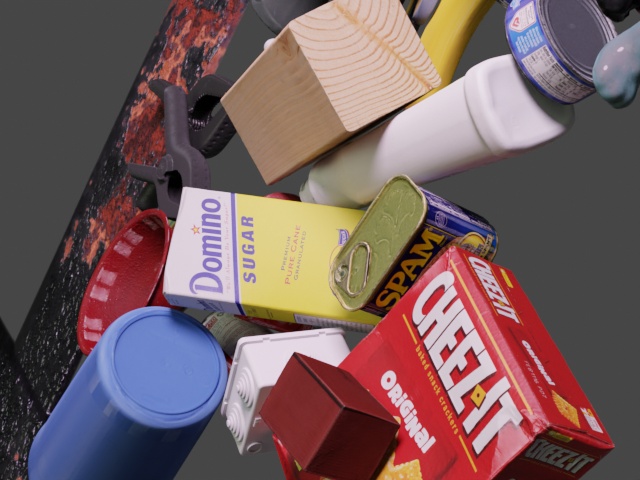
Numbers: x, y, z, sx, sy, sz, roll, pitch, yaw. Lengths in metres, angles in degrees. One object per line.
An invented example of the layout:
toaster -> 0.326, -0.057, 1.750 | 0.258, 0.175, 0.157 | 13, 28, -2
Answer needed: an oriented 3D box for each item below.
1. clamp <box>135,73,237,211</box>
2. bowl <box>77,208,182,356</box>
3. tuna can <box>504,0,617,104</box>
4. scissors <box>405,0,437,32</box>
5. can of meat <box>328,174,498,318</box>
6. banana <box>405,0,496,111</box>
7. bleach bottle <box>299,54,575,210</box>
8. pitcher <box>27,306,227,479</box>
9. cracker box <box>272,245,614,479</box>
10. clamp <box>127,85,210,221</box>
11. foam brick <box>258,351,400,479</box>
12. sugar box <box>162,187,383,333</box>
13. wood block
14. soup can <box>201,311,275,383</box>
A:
clamp -> -0.144, -0.118, 1.182 | 0.210, 0.036, 0.164 | -7, 73, 52
bowl -> -0.179, 0.051, 1.073 | 0.162, 0.055, 0.162 | -37, 37, 35
tuna can -> 0.165, -0.136, 0.727 | 0.034, 0.086, 0.086 | -30, 50, 45
scissors -> 0.110, -0.255, 0.901 | 0.096, 0.016, 0.202 | -128, 62, -82
can of meat -> 0.069, 0.014, 0.778 | 0.102, 0.083, 0.057 | -57, 36, 17
banana -> 0.120, -0.178, 0.854 | 0.198, 0.037, 0.070 | -52, 37, 23
bleach bottle -> 0.065, -0.066, 0.814 | 0.251, 0.102, 0.068 | -21, 89, 48
pitcher -> -0.165, 0.149, 0.934 | 0.149, 0.144, 0.243 | 61, 144, 19
cracker box -> 0.069, 0.136, 0.724 | 0.214, 0.072, 0.164 | -50, 39, 24
clamp -> -0.151, -0.085, 1.127 | 0.172, 0.039, 0.120 | 47, 125, 45
foam brick -> 0.005, 0.119, 0.710 | 0.051, 0.052, 0.078 | -61, 33, 7
sugar box -> -0.031, 0.016, 0.851 | 0.048, 0.176, 0.093 | 86, -168, -72
wood block -> 0.001, -0.120, 0.860 | 0.091, 0.090, 0.206 | 62, 160, -2
soup can -> -0.061, 0.105, 0.922 | 0.102, 0.068, 0.068 | 33, 100, 56
